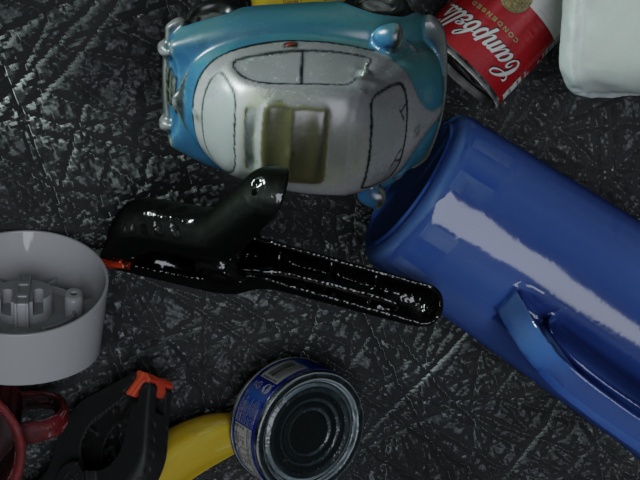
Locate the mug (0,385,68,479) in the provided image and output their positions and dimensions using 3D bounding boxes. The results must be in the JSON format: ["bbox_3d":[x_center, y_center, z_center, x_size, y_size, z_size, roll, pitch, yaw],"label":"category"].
[{"bbox_3d":[-0.212,0.110,0.648,0.117,0.081,0.093,-8,108,-10],"label":"mug"}]

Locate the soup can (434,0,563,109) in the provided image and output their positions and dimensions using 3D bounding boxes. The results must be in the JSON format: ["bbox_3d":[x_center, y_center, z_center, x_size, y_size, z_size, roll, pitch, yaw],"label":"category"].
[{"bbox_3d":[0.118,-0.140,0.651,0.068,0.068,0.102,43,93,-18],"label":"soup can"}]

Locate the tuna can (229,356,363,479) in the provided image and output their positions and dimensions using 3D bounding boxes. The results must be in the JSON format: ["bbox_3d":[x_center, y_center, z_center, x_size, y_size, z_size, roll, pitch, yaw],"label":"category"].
[{"bbox_3d":[-0.014,0.122,0.699,0.085,0.034,0.086,-7,103,-32],"label":"tuna can"}]

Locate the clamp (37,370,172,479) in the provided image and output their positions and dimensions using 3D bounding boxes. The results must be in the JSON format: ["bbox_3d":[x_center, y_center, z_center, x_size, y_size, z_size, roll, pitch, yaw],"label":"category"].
[{"bbox_3d":[-0.157,0.156,0.680,0.120,0.039,0.171,22,80,26],"label":"clamp"}]

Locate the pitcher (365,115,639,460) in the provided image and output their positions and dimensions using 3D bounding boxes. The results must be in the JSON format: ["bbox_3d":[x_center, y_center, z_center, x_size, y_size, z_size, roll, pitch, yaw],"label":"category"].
[{"bbox_3d":[0.151,0.034,0.660,0.242,0.149,0.145,32,78,-11],"label":"pitcher"}]

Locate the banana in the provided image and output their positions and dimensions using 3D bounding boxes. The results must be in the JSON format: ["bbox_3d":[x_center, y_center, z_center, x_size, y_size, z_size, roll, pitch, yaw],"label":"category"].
[{"bbox_3d":[-0.113,0.175,0.709,0.198,0.037,0.069,-41,107,2],"label":"banana"}]

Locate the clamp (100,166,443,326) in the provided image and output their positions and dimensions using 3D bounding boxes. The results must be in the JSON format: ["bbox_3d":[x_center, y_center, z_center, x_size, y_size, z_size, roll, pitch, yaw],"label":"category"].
[{"bbox_3d":[-0.054,0.001,0.597,0.164,0.210,0.036,43,58,-51],"label":"clamp"}]
